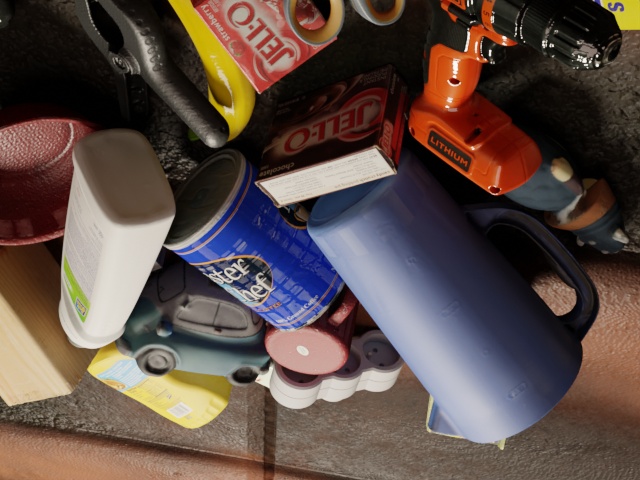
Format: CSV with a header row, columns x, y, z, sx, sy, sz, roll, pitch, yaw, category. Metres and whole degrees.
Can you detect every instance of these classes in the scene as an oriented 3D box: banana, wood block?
x,y,z,sx,sy,sz,roll,pitch,yaw,category
-0.087,-0.141,0.830,0.070,0.037,0.198,5,139,9,banana
-0.310,0.051,1.039,0.090,0.090,0.206,-14,119,27,wood block

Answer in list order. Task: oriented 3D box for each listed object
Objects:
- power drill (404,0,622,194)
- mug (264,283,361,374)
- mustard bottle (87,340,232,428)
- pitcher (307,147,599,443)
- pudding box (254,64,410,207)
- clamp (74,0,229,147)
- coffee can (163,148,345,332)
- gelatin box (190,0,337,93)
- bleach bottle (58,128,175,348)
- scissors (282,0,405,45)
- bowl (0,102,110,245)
x,y,z,sx,sy,sz,roll,pitch,yaw,category
0.119,-0.120,0.725,0.185,0.057,0.188,43,155,32,power drill
0.000,0.069,1.017,0.093,0.081,0.117,33,136,-22,mug
-0.196,0.137,1.167,0.191,0.058,0.096,33,140,-23,mustard bottle
0.109,0.036,0.895,0.242,0.149,0.145,50,143,-16,pitcher
0.011,-0.081,0.833,0.114,0.090,0.039,-17,132,31,pudding box
-0.134,-0.140,0.821,0.120,0.039,0.171,16,146,30,clamp
-0.056,0.001,0.936,0.103,0.102,0.140,-27,126,37,coffee can
-0.041,-0.162,0.775,0.073,0.030,0.089,-34,127,6,gelatin box
-0.196,0.017,0.949,0.068,0.102,0.251,-13,153,-30,bleach bottle
-0.016,-0.212,0.720,0.096,0.016,0.201,-38,124,10,scissors
-0.250,-0.067,0.916,0.162,0.055,0.162,-18,148,-12,bowl
